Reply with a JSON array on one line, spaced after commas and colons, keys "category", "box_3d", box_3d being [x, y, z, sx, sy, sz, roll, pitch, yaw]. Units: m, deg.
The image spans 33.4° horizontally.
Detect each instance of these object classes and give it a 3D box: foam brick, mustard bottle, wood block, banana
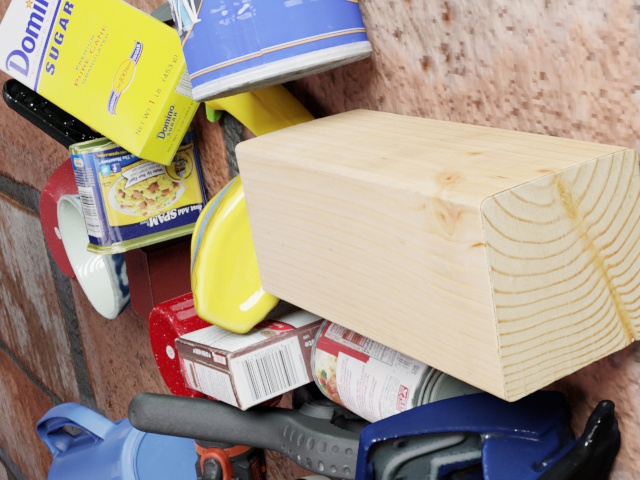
[{"category": "foam brick", "box_3d": [-0.134, 0.027, 0.919, 0.053, 0.051, 0.078, 34, 135, 48]}, {"category": "mustard bottle", "box_3d": [-0.054, 0.001, 0.713, 0.192, 0.058, 0.096, -155, 86, -80]}, {"category": "wood block", "box_3d": [0.051, -0.006, 0.530, 0.206, 0.090, 0.091, 18, 122, 56]}, {"category": "banana", "box_3d": [-0.032, -0.077, 0.696, 0.198, 0.037, 0.069, 41, 167, 47]}]

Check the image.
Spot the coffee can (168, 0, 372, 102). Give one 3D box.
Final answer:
[{"category": "coffee can", "box_3d": [-0.038, -0.156, 0.583, 0.103, 0.102, 0.140, -4, 103, 61]}]

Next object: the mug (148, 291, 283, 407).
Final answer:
[{"category": "mug", "box_3d": [-0.074, 0.085, 0.814, 0.117, 0.081, 0.093, 58, 149, 24]}]

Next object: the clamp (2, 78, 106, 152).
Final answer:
[{"category": "clamp", "box_3d": [-0.190, -0.079, 0.898, 0.120, 0.039, 0.171, 5, 134, 18]}]

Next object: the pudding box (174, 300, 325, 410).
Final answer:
[{"category": "pudding box", "box_3d": [-0.024, 0.066, 0.680, 0.090, 0.113, 0.039, 2, 107, 62]}]

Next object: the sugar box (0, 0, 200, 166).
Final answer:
[{"category": "sugar box", "box_3d": [-0.165, -0.136, 0.793, 0.176, 0.048, 0.093, 31, 98, 25]}]

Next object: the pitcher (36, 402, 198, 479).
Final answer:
[{"category": "pitcher", "box_3d": [-0.184, 0.224, 1.042, 0.243, 0.149, 0.145, -34, 59, 58]}]

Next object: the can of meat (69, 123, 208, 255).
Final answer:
[{"category": "can of meat", "box_3d": [-0.140, -0.042, 0.837, 0.058, 0.101, 0.084, 11, 114, 59]}]

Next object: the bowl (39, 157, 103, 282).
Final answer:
[{"category": "bowl", "box_3d": [-0.243, -0.014, 1.085, 0.162, 0.055, 0.162, 38, 137, 45]}]

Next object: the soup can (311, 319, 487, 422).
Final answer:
[{"category": "soup can", "box_3d": [0.050, 0.075, 0.603, 0.102, 0.068, 0.068, 18, 122, 56]}]

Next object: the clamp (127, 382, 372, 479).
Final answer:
[{"category": "clamp", "box_3d": [0.004, 0.120, 0.684, 0.210, 0.164, 0.036, 7, 95, 36]}]

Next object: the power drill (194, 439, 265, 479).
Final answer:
[{"category": "power drill", "box_3d": [-0.093, 0.203, 0.839, 0.057, 0.187, 0.184, -3, 110, 18]}]
